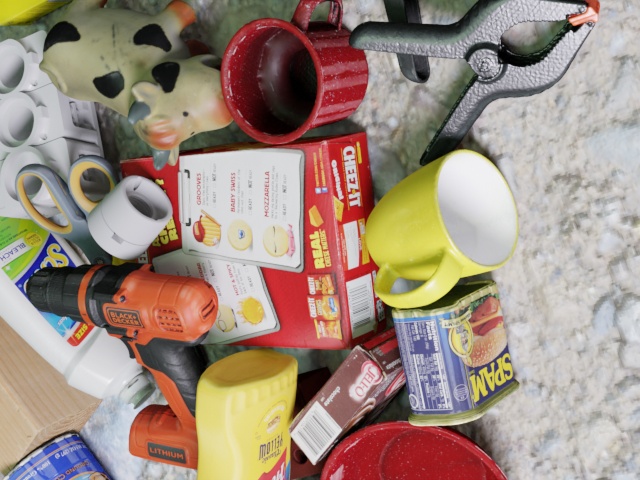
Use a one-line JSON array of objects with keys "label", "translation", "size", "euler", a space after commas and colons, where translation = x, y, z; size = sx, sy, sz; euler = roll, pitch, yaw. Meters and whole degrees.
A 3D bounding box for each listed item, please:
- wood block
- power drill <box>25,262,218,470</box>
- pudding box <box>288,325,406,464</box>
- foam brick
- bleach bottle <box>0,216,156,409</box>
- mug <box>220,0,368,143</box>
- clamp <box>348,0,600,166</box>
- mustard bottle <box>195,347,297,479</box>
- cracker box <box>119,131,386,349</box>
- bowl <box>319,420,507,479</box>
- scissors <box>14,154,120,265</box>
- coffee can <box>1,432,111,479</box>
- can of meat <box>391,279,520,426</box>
[{"label": "wood block", "translation": [-0.332, 0.125, 1.090], "size": [0.206, 0.090, 0.091], "euler": [48, 124, 13]}, {"label": "power drill", "translation": [-0.151, 0.103, 0.899], "size": [0.185, 0.057, 0.187], "euler": [5, 127, 31]}, {"label": "pudding box", "translation": [0.035, 0.117, 0.844], "size": [0.039, 0.089, 0.114], "euler": [48, 124, 16]}, {"label": "foam brick", "translation": [-0.012, 0.155, 0.908], "size": [0.053, 0.051, 0.078], "euler": [-23, 89, 35]}, {"label": "bleach bottle", "translation": [-0.248, 0.059, 1.023], "size": [0.251, 0.102, 0.068], "euler": [44, 139, 9]}, {"label": "mug", "translation": [-0.013, -0.136, 0.814], "size": [0.093, 0.081, 0.117], "euler": [29, 117, 24]}, {"label": "clamp", "translation": [0.106, -0.134, 0.744], "size": [0.172, 0.039, 0.120], "euler": [-32, 115, 28]}, {"label": "mustard bottle", "translation": [-0.061, 0.189, 0.857], "size": [0.058, 0.096, 0.192], "euler": [13, 108, 29]}, {"label": "cracker box", "translation": [-0.056, 0.001, 0.886], "size": [0.214, 0.071, 0.164], "euler": [-2, 100, 35]}, {"label": "bowl", "translation": [0.082, 0.200, 0.842], "size": [0.162, 0.055, 0.162], "euler": [7, 114, 17]}, {"label": "scissors", "translation": [-0.183, 0.002, 0.938], "size": [0.096, 0.016, 0.201], "euler": [-30, 119, 17]}, {"label": "coffee can", "translation": [-0.243, 0.279, 1.063], "size": [0.140, 0.102, 0.103], "euler": [49, 123, 14]}, {"label": "can of meat", "translation": [0.099, 0.080, 0.786], "size": [0.058, 0.101, 0.084], "euler": [-8, 96, 35]}]
